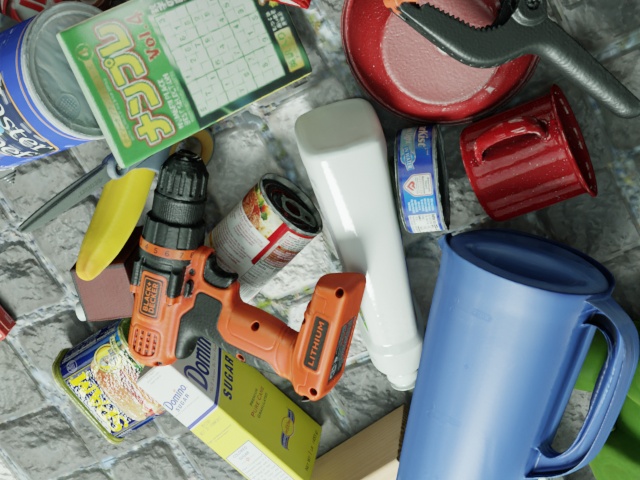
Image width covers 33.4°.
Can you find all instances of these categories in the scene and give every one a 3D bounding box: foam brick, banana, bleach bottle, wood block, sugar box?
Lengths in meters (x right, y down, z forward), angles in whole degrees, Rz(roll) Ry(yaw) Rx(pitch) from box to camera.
[{"bbox_3d":[-0.177,0.028,0.935,0.053,0.078,0.051,-8,114,14],"label":"foam brick"},{"bbox_3d":[-0.163,-0.065,0.882,0.037,0.069,0.198,17,99,27],"label":"banana"},{"bbox_3d":[0.044,0.015,0.894,0.068,0.102,0.251,-16,119,1],"label":"bleach bottle"},{"bbox_3d":[0.024,0.258,1.006,0.206,0.090,0.090,-36,106,22],"label":"wood block"},{"bbox_3d":[-0.079,0.150,0.969,0.048,0.093,0.176,-40,105,22],"label":"sugar box"}]

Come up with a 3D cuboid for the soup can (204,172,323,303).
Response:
[{"bbox_3d":[-0.056,0.001,0.908,0.068,0.068,0.102,41,115,-11],"label":"soup can"}]

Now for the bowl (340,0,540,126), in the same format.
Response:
[{"bbox_3d":[0.093,-0.156,0.819,0.162,0.055,0.162,3,116,6],"label":"bowl"}]

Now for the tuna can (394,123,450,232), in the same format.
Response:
[{"bbox_3d":[0.082,-0.049,0.854,0.034,0.086,0.086,-5,114,12],"label":"tuna can"}]

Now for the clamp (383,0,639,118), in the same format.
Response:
[{"bbox_3d":[0.150,-0.161,0.765,0.209,0.036,0.164,-8,100,-12],"label":"clamp"}]

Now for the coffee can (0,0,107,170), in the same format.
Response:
[{"bbox_3d":[-0.221,-0.116,0.827,0.141,0.102,0.103,-10,116,43],"label":"coffee can"}]

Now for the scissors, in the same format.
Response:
[{"bbox_3d":[-0.149,-0.051,0.851,0.016,0.201,0.096,16,149,38],"label":"scissors"}]

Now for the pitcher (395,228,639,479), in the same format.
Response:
[{"bbox_3d":[0.142,0.122,0.840,0.145,0.149,0.243,11,109,-3],"label":"pitcher"}]

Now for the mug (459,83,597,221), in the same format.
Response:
[{"bbox_3d":[0.156,-0.066,0.823,0.082,0.117,0.093,-20,71,22],"label":"mug"}]

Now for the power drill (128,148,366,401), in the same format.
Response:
[{"bbox_3d":[-0.062,0.035,0.852,0.188,0.057,0.184,18,110,18],"label":"power drill"}]

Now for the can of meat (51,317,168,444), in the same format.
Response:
[{"bbox_3d":[-0.183,0.127,0.995,0.084,0.057,0.102,-31,108,18],"label":"can of meat"}]
